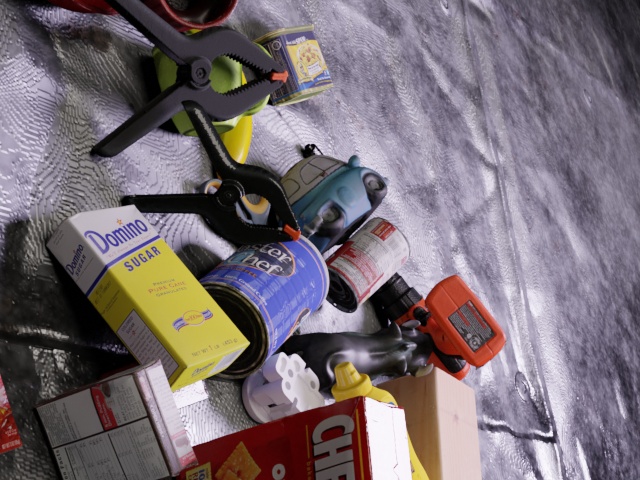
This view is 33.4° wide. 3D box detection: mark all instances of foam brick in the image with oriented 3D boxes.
[{"bbox_3d":[-0.147,0.130,0.945,0.078,0.051,0.053,-14,83,-58],"label":"foam brick"}]

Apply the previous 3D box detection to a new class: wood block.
[{"bbox_3d":[0.127,0.265,1.234,0.090,0.090,0.206,33,46,-41],"label":"wood block"}]

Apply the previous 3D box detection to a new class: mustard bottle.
[{"bbox_3d":[0.057,0.213,1.104,0.096,0.058,0.191,-37,109,-50],"label":"mustard bottle"}]

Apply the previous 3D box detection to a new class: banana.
[{"bbox_3d":[-0.110,-0.159,1.197,0.069,0.037,0.198,-11,76,-28],"label":"banana"}]

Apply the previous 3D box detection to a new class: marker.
[{"bbox_3d":[0.020,-0.082,1.354,0.121,0.020,0.020,44,39,-33],"label":"marker"}]

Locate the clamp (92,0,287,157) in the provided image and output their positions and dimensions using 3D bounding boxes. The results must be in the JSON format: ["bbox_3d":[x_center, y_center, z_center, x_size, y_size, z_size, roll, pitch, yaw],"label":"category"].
[{"bbox_3d":[-0.130,-0.174,1.048,0.209,0.036,0.164,-11,106,-29],"label":"clamp"}]

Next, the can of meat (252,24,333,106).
[{"bbox_3d":[-0.035,-0.216,1.322,0.101,0.058,0.084,-26,96,-57],"label":"can of meat"}]

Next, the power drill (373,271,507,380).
[{"bbox_3d":[0.135,0.090,1.275,0.057,0.188,0.184,-40,91,-14],"label":"power drill"}]

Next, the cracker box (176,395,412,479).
[{"bbox_3d":[-0.026,0.238,0.905,0.072,0.214,0.164,26,51,-47],"label":"cracker box"}]

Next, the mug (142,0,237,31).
[{"bbox_3d":[-0.132,-0.270,1.146,0.117,0.082,0.093,-9,97,-23],"label":"mug"}]

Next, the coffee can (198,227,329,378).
[{"bbox_3d":[-0.066,0.059,1.061,0.103,0.103,0.140,62,32,-9],"label":"coffee can"}]

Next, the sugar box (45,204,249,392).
[{"bbox_3d":[-0.151,0.047,0.936,0.176,0.048,0.093,50,29,15],"label":"sugar box"}]

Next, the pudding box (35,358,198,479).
[{"bbox_3d":[-0.163,0.154,0.848,0.039,0.114,0.090,-19,88,-61],"label":"pudding box"}]

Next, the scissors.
[{"bbox_3d":[-0.058,0.001,1.169,0.201,0.016,0.096,51,58,-24],"label":"scissors"}]

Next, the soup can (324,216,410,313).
[{"bbox_3d":[0.049,0.028,1.248,0.102,0.069,0.068,-42,109,-28],"label":"soup can"}]

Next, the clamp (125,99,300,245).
[{"bbox_3d":[-0.091,-0.057,1.039,0.171,0.120,0.039,21,13,-12],"label":"clamp"}]
